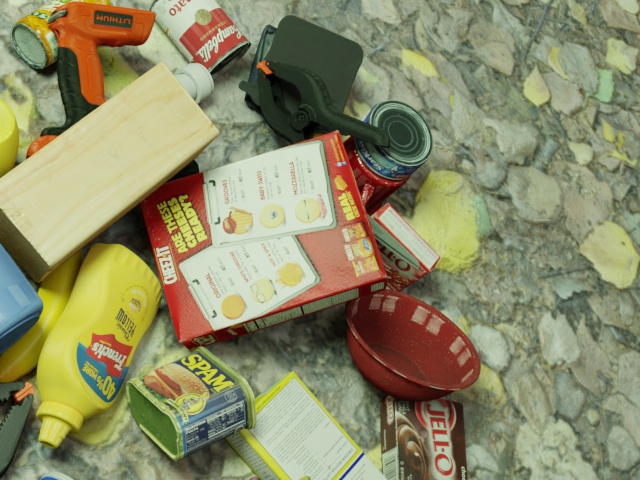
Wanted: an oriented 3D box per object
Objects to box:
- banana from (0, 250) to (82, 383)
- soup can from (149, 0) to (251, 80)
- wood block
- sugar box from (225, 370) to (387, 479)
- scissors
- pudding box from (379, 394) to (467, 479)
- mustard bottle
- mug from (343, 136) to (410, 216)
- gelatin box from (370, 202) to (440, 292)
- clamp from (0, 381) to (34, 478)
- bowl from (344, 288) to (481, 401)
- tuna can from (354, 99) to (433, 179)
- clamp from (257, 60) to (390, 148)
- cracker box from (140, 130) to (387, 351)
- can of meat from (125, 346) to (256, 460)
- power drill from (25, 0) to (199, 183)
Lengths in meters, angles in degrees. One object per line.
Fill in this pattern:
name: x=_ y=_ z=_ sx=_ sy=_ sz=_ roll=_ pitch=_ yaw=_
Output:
banana: x=-0.264 y=0.047 z=1.017 sx=0.069 sy=0.037 sz=0.198 roll=2 pitch=62 yaw=-5
soup can: x=-0.136 y=-0.240 z=1.205 sx=0.102 sy=0.069 sz=0.068 roll=50 pitch=53 yaw=1
wood block: x=-0.207 y=-0.063 z=0.997 sx=0.205 sy=0.091 sz=0.090 roll=-42 pitch=96 yaw=-25
sugar box: x=-0.007 y=0.227 z=1.071 sx=0.093 sy=0.048 sz=0.176 roll=-41 pitch=94 yaw=-35
scissors: x=0.040 y=-0.052 z=1.170 sx=0.202 sy=0.096 sz=0.016 roll=26 pitch=10 yaw=23
pudding box: x=0.111 y=0.223 z=1.144 sx=0.089 sy=0.039 sz=0.113 roll=14 pitch=61 yaw=-24
mustard bottle: x=-0.213 y=0.103 z=0.988 sx=0.096 sy=0.058 sz=0.191 roll=62 pitch=39 yaw=-47
mug: x=0.050 y=-0.074 z=1.224 sx=0.093 sy=0.082 sz=0.117 roll=32 pitch=55 yaw=-14
gelatin box: x=0.080 y=0.010 z=1.207 sx=0.089 sy=0.073 sz=0.030 roll=45 pitch=53 yaw=-4
clamp: x=-0.338 y=0.181 z=0.906 sx=0.164 sy=0.036 sz=0.209 roll=46 pitch=57 yaw=-4
bowl: x=0.089 y=0.122 z=1.146 sx=0.162 sy=0.055 sz=0.162 roll=21 pitch=28 yaw=-12
tuna can: x=0.082 y=-0.113 z=1.187 sx=0.086 sy=0.034 sz=0.086 roll=13 pitch=61 yaw=-25
clamp: x=-0.004 y=-0.133 z=1.159 sx=0.171 sy=0.120 sz=0.039 roll=61 pitch=17 yaw=6
cracker box: x=-0.057 y=0.001 z=1.077 sx=0.213 sy=0.072 sz=0.164 roll=-18 pitch=74 yaw=-1
can of meat: x=-0.124 y=0.154 z=1.008 sx=0.083 sy=0.102 sz=0.057 roll=-21 pitch=123 yaw=-32
power drill: x=-0.208 y=-0.142 z=1.093 sx=0.184 sy=0.057 sz=0.187 roll=2 pitch=85 yaw=-35
